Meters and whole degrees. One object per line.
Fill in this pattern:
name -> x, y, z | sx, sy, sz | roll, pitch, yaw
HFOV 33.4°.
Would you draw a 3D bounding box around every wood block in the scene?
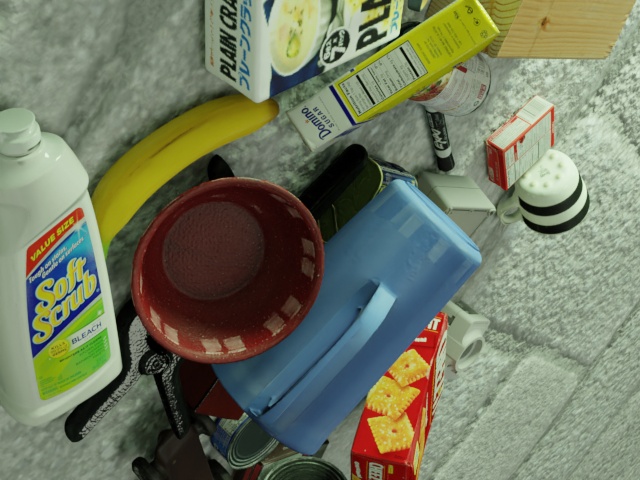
wood block -> 0.209, -0.230, 1.015 | 0.205, 0.090, 0.091 | -10, 130, -47

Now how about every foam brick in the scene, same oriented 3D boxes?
foam brick -> -0.101, 0.135, 1.028 | 0.051, 0.053, 0.078 | -55, 148, 5

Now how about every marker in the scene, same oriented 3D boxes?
marker -> 0.122, -0.110, 1.094 | 0.020, 0.020, 0.121 | -43, 147, -14

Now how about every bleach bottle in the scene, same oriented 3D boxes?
bleach bottle -> -0.207, 0.019, 0.772 | 0.102, 0.068, 0.251 | -31, 140, -30

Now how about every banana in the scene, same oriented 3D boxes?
banana -> -0.112, -0.066, 0.833 | 0.197, 0.037, 0.069 | -40, 164, -16

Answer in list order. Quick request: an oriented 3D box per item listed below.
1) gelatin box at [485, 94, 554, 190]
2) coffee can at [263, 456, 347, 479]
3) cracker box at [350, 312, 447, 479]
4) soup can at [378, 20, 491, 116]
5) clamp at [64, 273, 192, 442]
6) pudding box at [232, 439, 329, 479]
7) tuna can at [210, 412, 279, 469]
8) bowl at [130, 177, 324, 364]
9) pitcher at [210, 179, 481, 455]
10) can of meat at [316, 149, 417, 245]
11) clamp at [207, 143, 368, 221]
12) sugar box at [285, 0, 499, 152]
gelatin box -> 0.227, -0.111, 1.215 | 0.089, 0.030, 0.073 | -42, 148, -15
coffee can -> -0.016, 0.324, 1.204 | 0.102, 0.103, 0.140 | -34, 146, -26
cracker box -> 0.093, 0.207, 1.235 | 0.164, 0.072, 0.213 | 88, 18, -47
soup can -> 0.106, -0.156, 0.982 | 0.102, 0.069, 0.068 | 10, 114, -55
clamp -> -0.144, 0.108, 0.941 | 0.120, 0.039, 0.171 | 15, 107, -45
pudding box -> -0.051, 0.266, 1.237 | 0.113, 0.039, 0.090 | -7, 130, -45
tuna can -> -0.076, 0.201, 1.144 | 0.086, 0.034, 0.086 | -32, 143, -28
bowl -> -0.081, 0.018, 0.877 | 0.162, 0.055, 0.162 | -7, 112, -19
pitcher -> 0.026, 0.067, 0.946 | 0.243, 0.149, 0.144 | -47, 140, 9
can of meat -> 0.040, -0.033, 1.034 | 0.083, 0.057, 0.102 | 8, 117, -57
clamp -> -0.056, 0.001, 0.964 | 0.164, 0.036, 0.210 | 0, 126, -40
sugar box -> 0.059, -0.135, 0.879 | 0.176, 0.048, 0.093 | -34, -179, 8
